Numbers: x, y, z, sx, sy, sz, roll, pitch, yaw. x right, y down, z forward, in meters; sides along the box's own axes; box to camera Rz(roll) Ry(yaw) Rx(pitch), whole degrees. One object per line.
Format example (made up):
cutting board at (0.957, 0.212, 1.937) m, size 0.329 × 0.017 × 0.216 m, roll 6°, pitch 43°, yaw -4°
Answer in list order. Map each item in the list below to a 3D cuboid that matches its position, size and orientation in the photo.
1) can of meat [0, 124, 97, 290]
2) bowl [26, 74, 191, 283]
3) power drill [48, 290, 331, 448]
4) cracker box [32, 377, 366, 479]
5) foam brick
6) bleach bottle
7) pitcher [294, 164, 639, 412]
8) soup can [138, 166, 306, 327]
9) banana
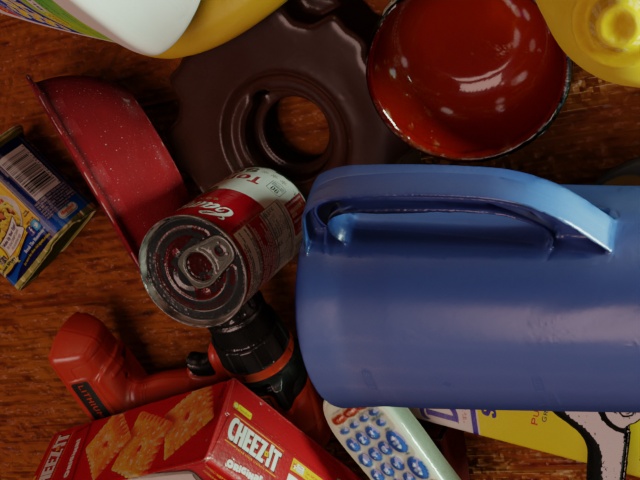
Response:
can of meat at (-0.225, -0.022, 0.793) m, size 0.084 × 0.057 × 0.102 m, roll 45°, pitch 132°, yaw -4°
bowl at (-0.133, -0.051, 0.716) m, size 0.055 × 0.162 × 0.162 m, roll -31°, pitch 101°, yaw -9°
power drill at (-0.100, 0.089, 0.769) m, size 0.188 × 0.057 × 0.184 m, roll -2°, pitch 132°, yaw 27°
cracker box at (-0.086, 0.187, 0.777) m, size 0.214 × 0.072 × 0.164 m, roll -21°, pitch 128°, yaw 40°
foam brick at (0.072, 0.157, 0.754) m, size 0.053 × 0.051 × 0.078 m, roll 0°, pitch 113°, yaw 22°
bleach bottle at (-0.179, -0.168, 0.662) m, size 0.102 × 0.068 × 0.251 m, roll 34°, pitch 169°, yaw -38°
pitcher at (0.113, 0.024, 0.553) m, size 0.243 × 0.149 × 0.145 m, roll -1°, pitch 99°, yaw 28°
soup can at (-0.054, 0.001, 0.640) m, size 0.069 × 0.102 × 0.068 m, roll 8°, pitch 113°, yaw 19°
banana at (-0.061, -0.150, 0.629) m, size 0.198 × 0.037 × 0.069 m, roll -12°, pitch 85°, yaw 34°
